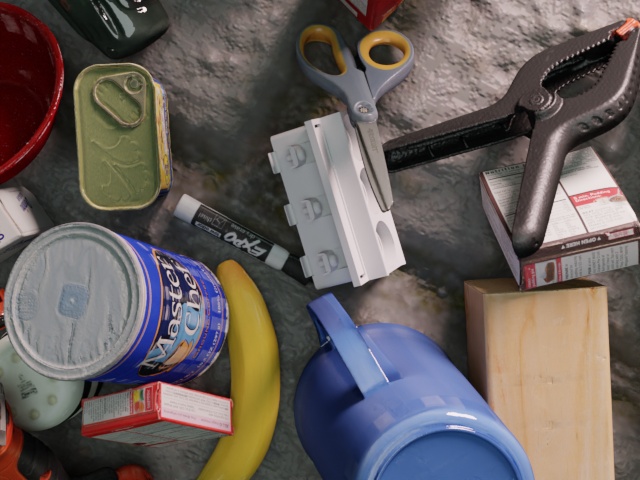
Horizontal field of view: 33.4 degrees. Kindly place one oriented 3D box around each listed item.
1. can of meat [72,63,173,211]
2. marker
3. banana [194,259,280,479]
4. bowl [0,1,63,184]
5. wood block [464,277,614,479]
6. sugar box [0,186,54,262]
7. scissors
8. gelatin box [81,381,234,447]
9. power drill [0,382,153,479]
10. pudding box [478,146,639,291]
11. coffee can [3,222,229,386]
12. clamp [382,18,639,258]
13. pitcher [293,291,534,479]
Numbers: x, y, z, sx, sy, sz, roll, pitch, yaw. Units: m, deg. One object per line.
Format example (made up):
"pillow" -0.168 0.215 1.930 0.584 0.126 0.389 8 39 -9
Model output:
"can of meat" -0.141 -0.074 0.780 0.057 0.084 0.102 -3 94 1
"marker" -0.055 0.001 0.817 0.121 0.020 0.020 28 94 -2
"banana" -0.065 0.117 0.817 0.069 0.037 0.198 13 94 -1
"bowl" -0.253 -0.093 0.776 0.162 0.055 0.162 -5 65 10
"wood block" 0.161 0.134 0.789 0.090 0.091 0.206 -3 94 0
"sugar box" -0.289 0.023 0.785 0.176 0.093 0.048 -35 93 2
"scissors" 0.045 -0.096 0.748 0.096 0.202 0.016 -15 138 -18
"gelatin box" -0.117 0.128 0.776 0.073 0.089 0.030 -16 67 29
"power drill" -0.236 0.186 0.768 0.184 0.057 0.187 -27 138 9
"pudding box" 0.171 -0.018 0.767 0.090 0.113 0.039 -14 123 2
"coffee can" -0.138 0.050 0.747 0.103 0.140 0.103 -3 80 18
"clamp" 0.161 -0.081 0.761 0.210 0.165 0.036 -36 134 -6
"pitcher" 0.052 0.129 0.713 0.149 0.243 0.145 17 92 -7
